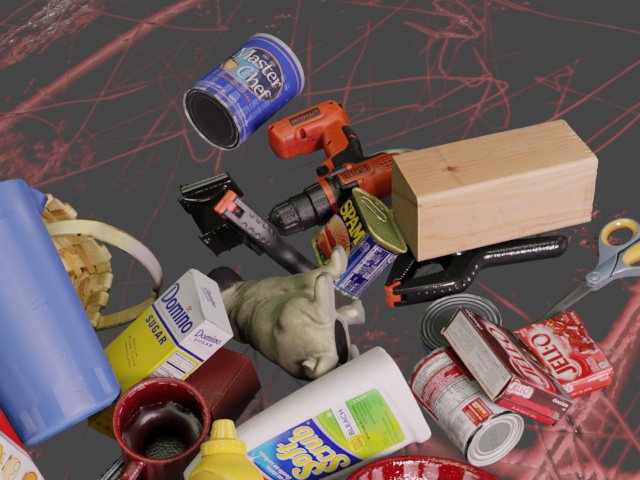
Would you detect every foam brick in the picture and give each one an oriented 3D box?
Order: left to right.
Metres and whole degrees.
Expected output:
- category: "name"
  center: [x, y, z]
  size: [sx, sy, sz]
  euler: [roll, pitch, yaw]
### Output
- category: "foam brick"
  center: [-0.107, 0.157, 1.107]
  size: [0.051, 0.053, 0.078]
  euler: [15, 49, 28]

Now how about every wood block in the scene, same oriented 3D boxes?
- category: "wood block"
  center: [0.190, -0.058, 1.187]
  size: [0.206, 0.090, 0.091]
  euler: [-12, 39, -10]

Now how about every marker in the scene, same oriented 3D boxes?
- category: "marker"
  center: [-0.202, 0.230, 1.078]
  size: [0.020, 0.020, 0.121]
  euler: [20, 52, 32]

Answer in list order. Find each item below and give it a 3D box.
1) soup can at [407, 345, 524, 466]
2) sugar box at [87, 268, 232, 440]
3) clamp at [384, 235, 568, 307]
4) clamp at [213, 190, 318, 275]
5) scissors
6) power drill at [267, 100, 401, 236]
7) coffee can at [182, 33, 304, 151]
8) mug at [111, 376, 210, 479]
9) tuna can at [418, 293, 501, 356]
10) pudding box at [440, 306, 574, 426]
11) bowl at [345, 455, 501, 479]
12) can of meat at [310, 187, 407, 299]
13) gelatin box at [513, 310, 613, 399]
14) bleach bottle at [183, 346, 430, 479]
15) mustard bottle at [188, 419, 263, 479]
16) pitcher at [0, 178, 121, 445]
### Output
- category: "soup can"
  center: [0.139, 0.159, 1.028]
  size: [0.068, 0.068, 0.102]
  euler: [-27, 44, -14]
- category: "sugar box"
  center: [-0.173, 0.117, 1.111]
  size: [0.176, 0.048, 0.093]
  euler: [-45, 36, 14]
- category: "clamp"
  center: [0.150, 0.009, 1.211]
  size: [0.209, 0.036, 0.165]
  euler: [-26, 41, -19]
- category: "clamp"
  center: [-0.058, 0.001, 1.194]
  size: [0.120, 0.171, 0.039]
  euler: [26, 81, 29]
- category: "scissors"
  center: [0.295, 0.030, 1.166]
  size: [0.201, 0.016, 0.096]
  euler: [-22, 41, -9]
- category: "power drill"
  center: [-0.001, -0.089, 1.319]
  size: [0.184, 0.057, 0.188]
  euler: [-22, 42, -9]
- category: "coffee can"
  center: [-0.104, -0.204, 1.462]
  size: [0.103, 0.103, 0.140]
  euler: [22, 53, 33]
- category: "mug"
  center: [-0.159, 0.202, 1.038]
  size: [0.093, 0.081, 0.117]
  euler: [22, 54, 11]
- category: "tuna can"
  center: [0.147, 0.098, 1.117]
  size: [0.086, 0.034, 0.086]
  euler: [-8, 42, 7]
- category: "pudding box"
  center: [0.177, 0.120, 1.017]
  size: [0.039, 0.089, 0.114]
  euler: [-54, 36, 13]
- category: "bowl"
  center: [0.095, 0.250, 0.924]
  size: [0.162, 0.055, 0.162]
  euler: [3, 19, -1]
- category: "can of meat"
  center: [0.041, 0.004, 1.204]
  size: [0.084, 0.057, 0.102]
  euler: [-49, 35, 22]
- category: "gelatin box"
  center: [0.241, 0.118, 1.072]
  size: [0.073, 0.030, 0.089]
  euler: [-18, 42, -5]
- category: "bleach bottle"
  center: [-0.027, 0.204, 1.016]
  size: [0.250, 0.102, 0.068]
  euler: [-29, 18, -6]
- category: "mustard bottle"
  center: [-0.082, 0.251, 0.924]
  size: [0.058, 0.096, 0.191]
  euler: [11, 63, -32]
- category: "pitcher"
  center: [-0.303, 0.076, 1.037]
  size: [0.149, 0.243, 0.145]
  euler: [-29, -3, 7]
